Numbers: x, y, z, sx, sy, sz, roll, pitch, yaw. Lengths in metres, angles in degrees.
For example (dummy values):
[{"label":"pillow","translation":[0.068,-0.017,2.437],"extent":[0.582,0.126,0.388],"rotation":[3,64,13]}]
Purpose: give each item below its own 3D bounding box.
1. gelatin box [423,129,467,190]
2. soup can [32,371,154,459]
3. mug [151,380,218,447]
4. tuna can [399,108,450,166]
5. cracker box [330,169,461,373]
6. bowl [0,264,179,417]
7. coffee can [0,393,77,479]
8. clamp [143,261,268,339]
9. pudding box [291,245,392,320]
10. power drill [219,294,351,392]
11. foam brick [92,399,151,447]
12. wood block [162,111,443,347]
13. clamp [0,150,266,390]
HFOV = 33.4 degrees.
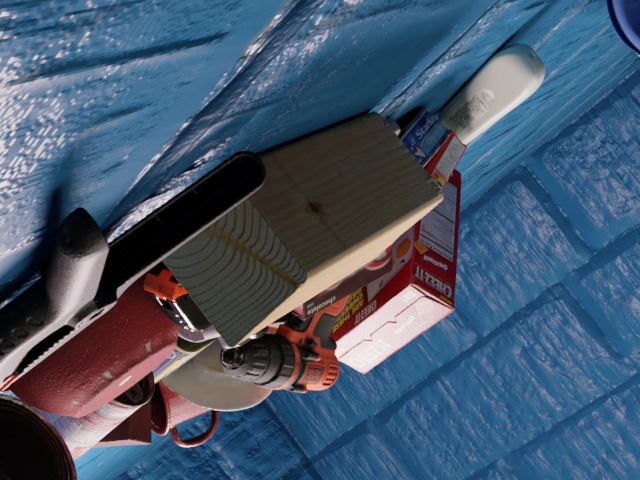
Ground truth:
[{"label":"gelatin box","translation":[0.096,-0.067,1.066],"extent":[0.089,0.030,0.073],"rotation":[-17,-145,55]},{"label":"soup can","translation":[-0.200,0.138,0.922],"extent":[0.102,0.068,0.068],"rotation":[-40,173,29]},{"label":"mug","translation":[-0.138,0.152,1.090],"extent":[0.081,0.117,0.093],"rotation":[-19,-176,-30]},{"label":"tuna can","translation":[0.081,-0.079,0.986],"extent":[0.086,0.034,0.086],"rotation":[-49,-179,0]},{"label":"cracker box","translation":[0.086,0.024,1.225],"extent":[0.164,0.072,0.213],"rotation":[-42,-153,41]},{"label":"bowl","translation":[-0.161,0.084,0.805],"extent":[0.162,0.055,0.162],"rotation":[-37,173,-5]},{"label":"coffee can","translation":[-0.269,0.197,0.803],"extent":[0.140,0.103,0.102],"rotation":[-39,174,15]},{"label":"clamp","translation":[-0.070,0.017,0.809],"extent":[0.171,0.039,0.120],"rotation":[11,90,-68]},{"label":"pudding box","translation":[0.013,0.004,0.929],"extent":[0.113,0.039,0.090],"rotation":[-26,126,-32]},{"label":"power drill","translation":[-0.012,0.054,1.010],"extent":[0.184,0.057,0.187],"rotation":[21,94,-63]},{"label":"foam brick","translation":[-0.203,0.166,0.999],"extent":[0.078,0.053,0.051],"rotation":[-7,164,15]},{"label":"wood block","translation":[-0.008,-0.016,0.765],"extent":[0.090,0.091,0.205],"rotation":[-43,172,34]},{"label":"clamp","translation":[-0.128,0.022,0.607],"extent":[0.210,0.036,0.164],"rotation":[-40,174,38]}]
